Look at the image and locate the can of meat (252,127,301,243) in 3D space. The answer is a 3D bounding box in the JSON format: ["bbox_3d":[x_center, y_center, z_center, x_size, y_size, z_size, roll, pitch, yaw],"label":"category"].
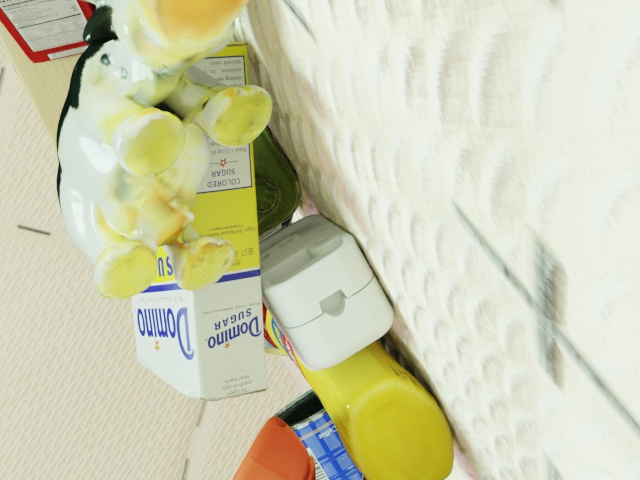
[{"bbox_3d":[-0.056,-0.045,0.645,0.102,0.057,0.084,58,175,4],"label":"can of meat"}]

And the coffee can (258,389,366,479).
[{"bbox_3d":[0.030,0.188,0.855,0.140,0.102,0.103,59,174,-4],"label":"coffee can"}]

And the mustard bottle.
[{"bbox_3d":[0.011,0.072,0.669,0.096,0.058,0.192,57,176,-35],"label":"mustard bottle"}]

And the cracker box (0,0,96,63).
[{"bbox_3d":[-0.213,-0.232,0.739,0.214,0.072,0.164,117,137,-83],"label":"cracker box"}]

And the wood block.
[{"bbox_3d":[-0.186,-0.124,0.883,0.206,0.091,0.090,61,-179,14],"label":"wood block"}]

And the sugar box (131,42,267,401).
[{"bbox_3d":[-0.070,-0.013,0.554,0.093,0.048,0.176,15,109,59],"label":"sugar box"}]
